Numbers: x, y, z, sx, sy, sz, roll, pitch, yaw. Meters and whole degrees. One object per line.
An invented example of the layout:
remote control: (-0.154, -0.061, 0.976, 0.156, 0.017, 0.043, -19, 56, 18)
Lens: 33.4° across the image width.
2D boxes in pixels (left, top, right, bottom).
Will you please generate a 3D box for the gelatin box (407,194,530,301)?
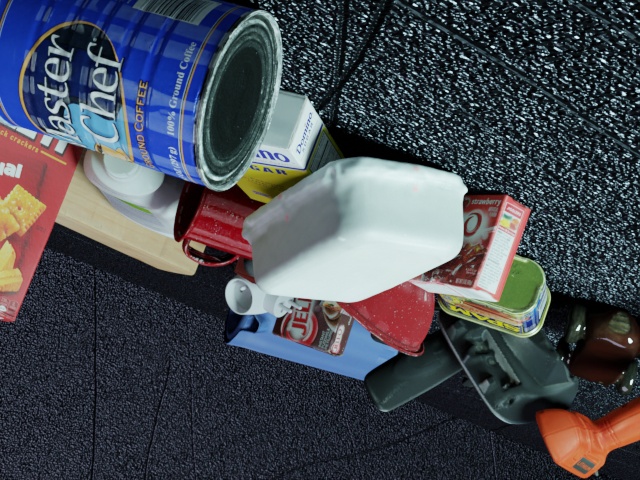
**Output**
gelatin box: (0.107, 0.003, 0.792, 0.030, 0.073, 0.089, 26, 170, -28)

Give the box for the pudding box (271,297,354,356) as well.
pudding box: (0.000, 0.075, 1.296, 0.090, 0.113, 0.039, 14, 172, 35)

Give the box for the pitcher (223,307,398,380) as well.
pitcher: (-0.011, 0.117, 1.563, 0.242, 0.149, 0.145, 20, 150, -15)

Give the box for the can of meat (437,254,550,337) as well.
can of meat: (0.153, 0.041, 0.958, 0.102, 0.057, 0.084, 18, 168, 18)

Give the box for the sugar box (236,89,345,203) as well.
sugar box: (-0.034, -0.064, 0.796, 0.093, 0.048, 0.176, 16, 171, 20)

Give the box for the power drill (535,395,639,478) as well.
power drill: (0.292, 0.145, 0.948, 0.188, 0.057, 0.184, -27, 148, 18)

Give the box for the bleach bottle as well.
bleach bottle: (-0.167, -0.054, 1.025, 0.102, 0.068, 0.251, 22, 174, 0)

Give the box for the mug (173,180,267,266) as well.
mug: (-0.082, -0.022, 0.958, 0.081, 0.117, 0.093, 19, -149, -19)

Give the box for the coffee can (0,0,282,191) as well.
coffee can: (-0.106, -0.096, 0.603, 0.140, 0.103, 0.102, 18, 170, 16)

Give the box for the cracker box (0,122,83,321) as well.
cracker box: (-0.308, -0.054, 0.932, 0.072, 0.213, 0.164, 9, 165, 45)

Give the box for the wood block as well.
wood block: (-0.229, -0.042, 1.202, 0.205, 0.091, 0.090, 28, 168, -36)

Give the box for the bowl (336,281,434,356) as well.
bowl: (0.054, 0.032, 0.997, 0.162, 0.055, 0.162, 40, -166, -13)
